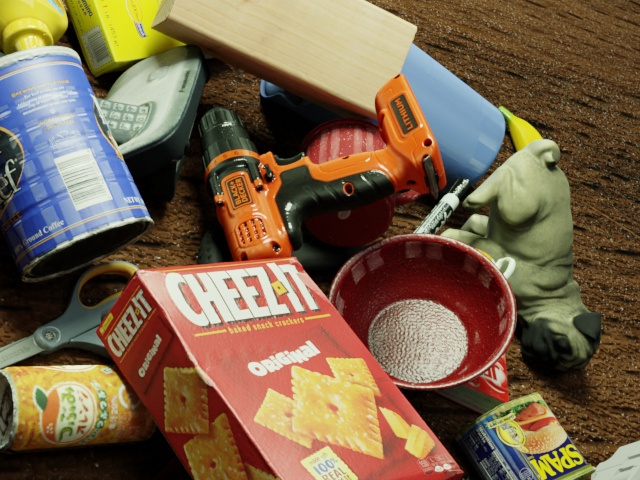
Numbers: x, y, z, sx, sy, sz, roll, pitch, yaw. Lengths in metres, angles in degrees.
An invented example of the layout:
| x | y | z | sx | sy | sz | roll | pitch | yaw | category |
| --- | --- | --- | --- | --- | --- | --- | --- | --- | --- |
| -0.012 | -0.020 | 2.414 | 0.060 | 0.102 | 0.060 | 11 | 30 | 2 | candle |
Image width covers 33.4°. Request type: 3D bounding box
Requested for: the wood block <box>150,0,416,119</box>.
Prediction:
| x | y | z | sx | sy | sz | roll | pitch | yaw | category |
| --- | --- | --- | --- | --- | --- | --- | --- | --- | --- |
| -0.033 | -0.188 | 0.945 | 0.206 | 0.090 | 0.091 | 22 | -1 | -18 | wood block |

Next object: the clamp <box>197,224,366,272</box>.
| x | y | z | sx | sy | sz | roll | pitch | yaw | category |
| --- | --- | --- | --- | --- | --- | --- | --- | --- | --- |
| -0.056 | 0.001 | 0.920 | 0.164 | 0.036 | 0.209 | 42 | 34 | 1 | clamp |

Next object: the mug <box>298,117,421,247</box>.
| x | y | z | sx | sy | sz | roll | pitch | yaw | category |
| --- | --- | --- | --- | --- | --- | --- | --- | --- | --- |
| 0.036 | -0.049 | 0.949 | 0.117 | 0.093 | 0.081 | -2 | 43 | 5 | mug |

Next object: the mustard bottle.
| x | y | z | sx | sy | sz | roll | pitch | yaw | category |
| --- | --- | --- | --- | --- | --- | --- | --- | --- | --- |
| -0.264 | -0.215 | 0.915 | 0.096 | 0.058 | 0.192 | 31 | 27 | -50 | mustard bottle |

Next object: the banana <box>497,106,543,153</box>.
| x | y | z | sx | sy | sz | roll | pitch | yaw | category |
| --- | --- | --- | --- | --- | --- | --- | --- | --- | --- |
| 0.243 | -0.084 | 1.268 | 0.069 | 0.037 | 0.197 | 13 | 42 | -7 | banana |

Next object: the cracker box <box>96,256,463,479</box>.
| x | y | z | sx | sy | sz | roll | pitch | yaw | category |
| --- | --- | --- | --- | --- | --- | --- | --- | --- | --- |
| -0.025 | 0.109 | 0.720 | 0.163 | 0.072 | 0.214 | -3 | 47 | -50 | cracker box |

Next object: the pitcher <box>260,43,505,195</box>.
| x | y | z | sx | sy | sz | roll | pitch | yaw | category |
| --- | --- | --- | --- | --- | --- | --- | --- | --- | --- |
| 0.071 | -0.156 | 1.111 | 0.242 | 0.149 | 0.145 | 30 | -1 | -21 | pitcher |

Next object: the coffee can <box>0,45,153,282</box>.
| x | y | z | sx | sy | sz | roll | pitch | yaw | category |
| --- | --- | --- | --- | --- | --- | --- | --- | --- | --- |
| -0.196 | -0.054 | 0.774 | 0.102 | 0.103 | 0.140 | -18 | 81 | -49 | coffee can |

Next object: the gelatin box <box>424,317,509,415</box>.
| x | y | z | sx | sy | sz | roll | pitch | yaw | category |
| --- | --- | --- | --- | --- | --- | --- | --- | --- | --- |
| 0.130 | 0.113 | 0.979 | 0.089 | 0.030 | 0.073 | 26 | 41 | -19 | gelatin box |

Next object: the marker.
| x | y | z | sx | sy | sz | roll | pitch | yaw | category |
| --- | --- | --- | --- | --- | --- | --- | --- | --- | --- |
| 0.116 | -0.021 | 1.068 | 0.020 | 0.020 | 0.121 | 41 | 61 | 0 | marker |

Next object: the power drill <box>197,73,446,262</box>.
| x | y | z | sx | sy | sz | roll | pitch | yaw | category |
| --- | --- | --- | --- | --- | --- | --- | --- | --- | --- |
| -0.004 | -0.067 | 0.878 | 0.057 | 0.187 | 0.184 | 64 | 4 | -52 | power drill |

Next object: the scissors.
| x | y | z | sx | sy | sz | roll | pitch | yaw | category |
| --- | --- | --- | --- | --- | --- | --- | --- | --- | --- |
| -0.175 | 0.080 | 0.757 | 0.096 | 0.016 | 0.201 | 42 | 38 | 0 | scissors |

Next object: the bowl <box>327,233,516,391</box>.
| x | y | z | sx | sy | sz | roll | pitch | yaw | category |
| --- | --- | --- | --- | --- | --- | --- | --- | --- | --- |
| 0.086 | 0.072 | 0.926 | 0.162 | 0.055 | 0.162 | -1 | 52 | 1 | bowl |

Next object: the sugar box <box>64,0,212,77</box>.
| x | y | z | sx | sy | sz | roll | pitch | yaw | category |
| --- | --- | --- | --- | --- | --- | --- | --- | --- | --- |
| -0.155 | -0.215 | 1.016 | 0.175 | 0.048 | 0.093 | -22 | 94 | -47 | sugar box |

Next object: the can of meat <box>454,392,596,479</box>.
| x | y | z | sx | sy | sz | roll | pitch | yaw | category |
| --- | --- | --- | --- | --- | --- | --- | --- | --- | --- |
| 0.177 | 0.186 | 0.927 | 0.101 | 0.058 | 0.084 | -7 | 56 | -45 | can of meat |
